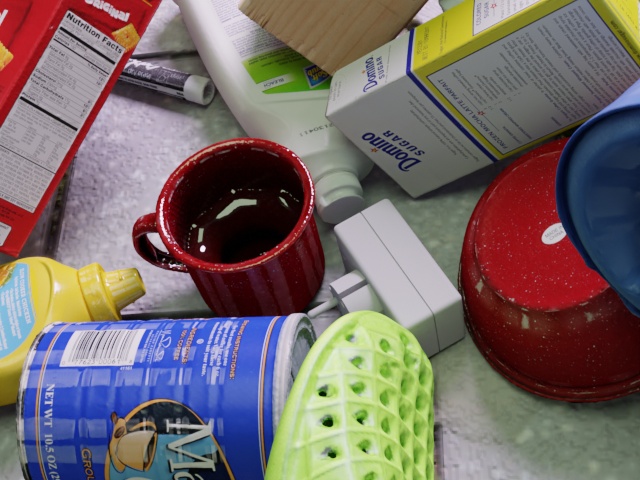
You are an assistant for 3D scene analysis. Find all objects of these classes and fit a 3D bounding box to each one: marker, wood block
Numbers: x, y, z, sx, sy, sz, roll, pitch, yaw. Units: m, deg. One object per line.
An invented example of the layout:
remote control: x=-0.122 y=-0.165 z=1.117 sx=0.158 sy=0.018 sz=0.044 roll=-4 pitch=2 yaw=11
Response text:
marker: x=-0.132 y=-0.121 z=0.772 sx=0.121 sy=0.020 sz=0.020 roll=17 pitch=62 yaw=22
wood block: x=0.049 y=-0.204 z=0.633 sx=0.090 sy=0.206 sz=0.090 roll=33 pitch=37 yaw=-15

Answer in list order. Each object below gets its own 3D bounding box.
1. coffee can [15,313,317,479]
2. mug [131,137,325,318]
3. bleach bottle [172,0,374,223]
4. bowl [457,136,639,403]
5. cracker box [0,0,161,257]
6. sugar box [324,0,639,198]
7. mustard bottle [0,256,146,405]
coffee can: x=-0.075 y=0.092 z=0.571 sx=0.140 sy=0.103 sz=0.103 roll=-2 pitch=57 yaw=10
mug: x=-0.054 y=0.001 z=0.639 sx=0.117 sy=0.081 sz=0.093 roll=-5 pitch=57 yaw=8
bleach bottle: x=-0.032 y=-0.115 z=0.722 sx=0.102 sy=0.068 sz=0.251 roll=-19 pitch=58 yaw=-3
bowl: x=0.137 y=0.003 z=0.578 sx=0.162 sy=0.055 sz=0.162 roll=-15 pitch=62 yaw=30
cracker box: x=-0.209 y=-0.118 z=0.695 sx=0.164 sy=0.072 sz=0.214 roll=27 pitch=88 yaw=42
sugar box: x=0.099 y=-0.093 z=0.615 sx=0.177 sy=0.093 sz=0.048 roll=-21 pitch=44 yaw=36
mustard bottle: x=-0.198 y=0.059 z=0.644 sx=0.191 sy=0.058 sz=0.096 roll=-22 pitch=41 yaw=-3
